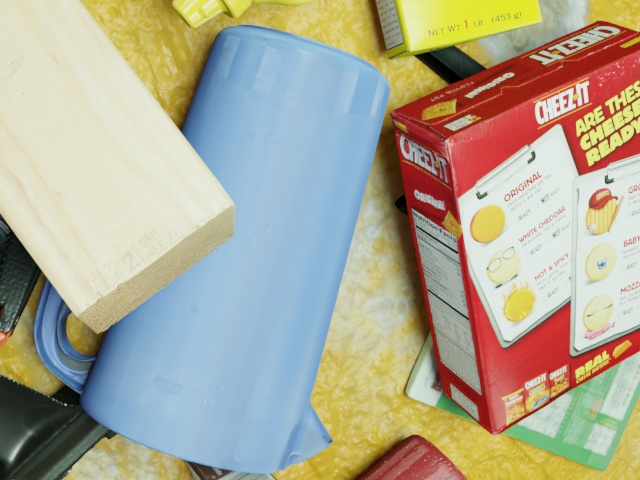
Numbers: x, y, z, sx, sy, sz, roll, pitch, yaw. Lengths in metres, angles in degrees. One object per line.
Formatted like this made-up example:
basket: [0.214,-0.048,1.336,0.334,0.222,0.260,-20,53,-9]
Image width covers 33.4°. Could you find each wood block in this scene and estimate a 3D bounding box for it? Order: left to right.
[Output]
wood block: [-0.138,-0.065,0.526,0.090,0.091,0.206,-36,84,-9]

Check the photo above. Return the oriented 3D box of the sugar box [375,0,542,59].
sugar box: [0.069,-0.208,0.650,0.093,0.048,0.176,-16,98,-15]

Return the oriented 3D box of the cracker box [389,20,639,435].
cracker box: [0.141,-0.008,0.671,0.164,0.072,0.213,-25,122,-19]

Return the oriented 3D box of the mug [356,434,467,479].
mug: [0.062,0.192,0.725,0.081,0.093,0.117,-38,141,-13]

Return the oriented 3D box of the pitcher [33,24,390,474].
pitcher: [-0.054,0.001,0.627,0.149,0.145,0.243,16,92,-43]
